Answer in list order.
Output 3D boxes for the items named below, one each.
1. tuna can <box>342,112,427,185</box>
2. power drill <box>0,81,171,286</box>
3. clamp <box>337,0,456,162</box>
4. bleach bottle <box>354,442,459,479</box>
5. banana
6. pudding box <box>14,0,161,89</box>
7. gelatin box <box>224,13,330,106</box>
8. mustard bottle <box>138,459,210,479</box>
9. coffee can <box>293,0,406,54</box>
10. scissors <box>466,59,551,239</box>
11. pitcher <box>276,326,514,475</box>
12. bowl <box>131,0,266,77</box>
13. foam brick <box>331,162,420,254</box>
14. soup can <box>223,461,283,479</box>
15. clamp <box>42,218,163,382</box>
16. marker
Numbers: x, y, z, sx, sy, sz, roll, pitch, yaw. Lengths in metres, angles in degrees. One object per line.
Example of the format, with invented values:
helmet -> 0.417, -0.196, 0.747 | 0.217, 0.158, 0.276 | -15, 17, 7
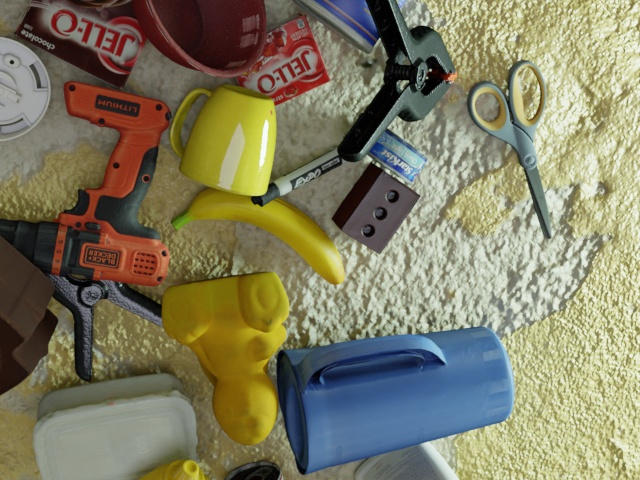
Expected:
tuna can -> 0.067, -0.094, 1.090 | 0.086, 0.086, 0.034 | 33, 95, -19
power drill -> -0.227, -0.056, 1.037 | 0.184, 0.057, 0.188 | 10, 93, -14
clamp -> 0.080, -0.170, 1.022 | 0.036, 0.209, 0.165 | 15, 111, 27
bleach bottle -> 0.114, 0.296, 1.123 | 0.102, 0.251, 0.068 | -38, 110, 1
banana -> -0.053, -0.014, 1.116 | 0.197, 0.037, 0.070 | 21, 119, -15
pudding box -> -0.220, -0.207, 1.014 | 0.113, 0.039, 0.090 | 25, 88, -17
gelatin box -> -0.043, -0.177, 1.072 | 0.089, 0.030, 0.073 | -24, 110, -4
mustard bottle -> -0.160, 0.282, 1.113 | 0.096, 0.058, 0.192 | 6, 140, -22
coffee can -> 0.047, -0.266, 1.027 | 0.102, 0.103, 0.140 | 34, 97, -19
scissors -> 0.206, -0.093, 1.157 | 0.096, 0.016, 0.202 | -5, 107, -9
pitcher -> 0.080, 0.157, 1.139 | 0.242, 0.149, 0.145 | -9, 96, -13
bowl -> -0.124, -0.223, 1.002 | 0.055, 0.161, 0.162 | -15, 116, 39
foam brick -> 0.057, -0.034, 1.123 | 0.053, 0.051, 0.078 | 32, 97, -18
soup can -> -0.064, 0.307, 1.186 | 0.068, 0.068, 0.102 | -17, 109, -7
clamp -> -0.238, 0.061, 1.095 | 0.120, 0.039, 0.171 | -39, 103, -4
marker -> -0.019, -0.067, 1.095 | 0.121, 0.020, 0.020 | -29, 110, -22
